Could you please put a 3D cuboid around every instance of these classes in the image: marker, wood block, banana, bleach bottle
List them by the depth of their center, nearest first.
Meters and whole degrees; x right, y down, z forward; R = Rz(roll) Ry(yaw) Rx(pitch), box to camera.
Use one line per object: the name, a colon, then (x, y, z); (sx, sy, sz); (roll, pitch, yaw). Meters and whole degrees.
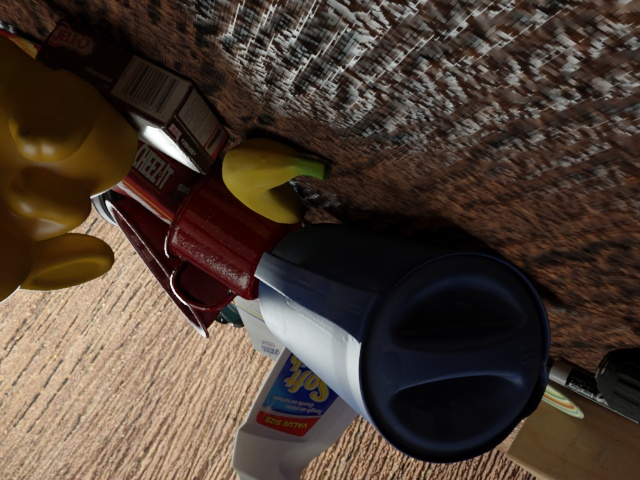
banana: (-0.037, -0.040, 0.757); (0.069, 0.037, 0.198); (30, 173, -2)
marker: (0.243, 0.131, 0.863); (0.121, 0.020, 0.020); (27, 172, 28)
bleach bottle: (0.000, 0.140, 0.975); (0.103, 0.251, 0.068); (28, 173, 21)
wood block: (0.287, 0.216, 0.983); (0.090, 0.090, 0.206); (36, 172, -35)

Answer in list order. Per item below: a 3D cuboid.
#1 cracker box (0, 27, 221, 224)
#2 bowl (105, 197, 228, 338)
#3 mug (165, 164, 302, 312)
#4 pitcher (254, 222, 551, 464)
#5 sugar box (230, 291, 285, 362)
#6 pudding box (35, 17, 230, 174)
cracker box: (-0.201, -0.095, 0.900); (0.214, 0.072, 0.164); (27, 172, 22)
bowl: (-0.133, 0.012, 1.005); (0.162, 0.055, 0.162); (50, 168, 14)
mug: (-0.075, 0.006, 0.883); (0.081, 0.117, 0.093); (33, 170, 14)
pitcher: (0.033, 0.050, 0.748); (0.243, 0.144, 0.149); (21, 133, 66)
sugar box: (-0.060, 0.050, 1.126); (0.093, 0.048, 0.176); (23, 142, 51)
pudding box: (-0.126, -0.097, 0.725); (0.114, 0.039, 0.090); (30, 172, 19)
